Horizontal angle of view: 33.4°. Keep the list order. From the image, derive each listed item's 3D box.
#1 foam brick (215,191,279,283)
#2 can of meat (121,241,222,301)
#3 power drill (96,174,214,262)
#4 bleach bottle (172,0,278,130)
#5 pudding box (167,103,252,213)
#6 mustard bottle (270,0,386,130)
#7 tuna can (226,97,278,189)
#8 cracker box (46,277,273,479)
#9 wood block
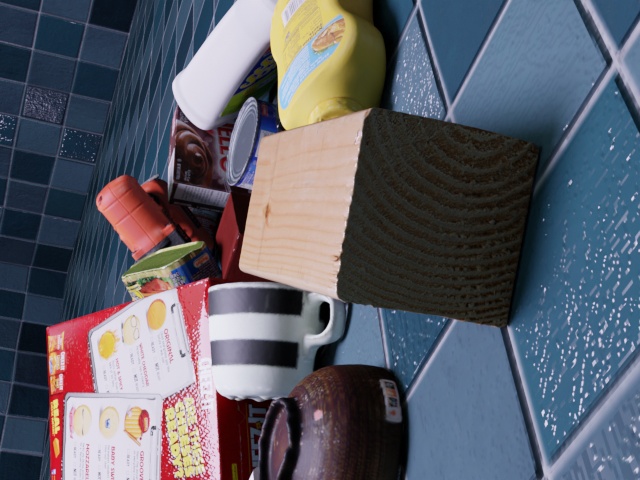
[{"bbox_3d":[-0.056,0.001,0.914,0.078,0.053,0.051,-109,34,-58],"label":"foam brick"},{"bbox_3d":[-0.121,0.051,0.943,0.102,0.057,0.084,-11,110,50],"label":"can of meat"},{"bbox_3d":[-0.146,0.007,1.077,0.057,0.184,0.188,-37,10,0],"label":"power drill"},{"bbox_3d":[-0.057,-0.189,0.971,0.068,0.102,0.251,55,154,3],"label":"bleach bottle"},{"bbox_3d":[-0.106,-0.080,1.068,0.039,0.090,0.113,117,157,-48],"label":"pudding box"},{"bbox_3d":[0.006,-0.125,0.772,0.096,0.058,0.191,-45,33,31],"label":"mustard bottle"},{"bbox_3d":[-0.060,-0.090,1.011,0.086,0.033,0.086,-167,90,-71],"label":"tuna can"},{"bbox_3d":[-0.132,0.133,0.861,0.214,0.071,0.164,-17,71,39],"label":"cracker box"},{"bbox_3d":[0.025,-0.013,0.585,0.206,0.090,0.091,-172,92,-73],"label":"wood block"}]
